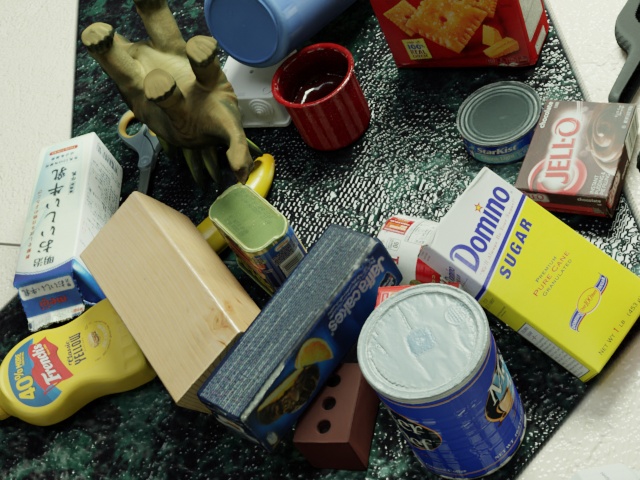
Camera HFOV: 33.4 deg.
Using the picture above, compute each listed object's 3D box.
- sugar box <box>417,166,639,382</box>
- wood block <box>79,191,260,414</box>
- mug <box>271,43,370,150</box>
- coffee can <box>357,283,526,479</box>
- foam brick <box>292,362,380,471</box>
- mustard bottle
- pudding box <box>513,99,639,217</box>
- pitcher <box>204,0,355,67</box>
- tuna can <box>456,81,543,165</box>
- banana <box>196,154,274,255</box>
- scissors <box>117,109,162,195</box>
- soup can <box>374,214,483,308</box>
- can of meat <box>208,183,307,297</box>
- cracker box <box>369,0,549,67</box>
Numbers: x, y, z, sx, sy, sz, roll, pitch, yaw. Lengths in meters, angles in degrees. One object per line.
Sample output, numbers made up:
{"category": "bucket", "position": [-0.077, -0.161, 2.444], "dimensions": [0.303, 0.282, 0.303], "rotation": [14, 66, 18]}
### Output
{"category": "sugar box", "position": [0.179, 0.027, 0.894], "dimensions": [0.176, 0.048, 0.093], "rotation": [37, 73, 7]}
{"category": "wood block", "position": [-0.130, 0.059, 1.010], "dimensions": [0.091, 0.090, 0.206], "rotation": [-48, 55, 9]}
{"category": "mug", "position": [0.001, -0.159, 1.157], "dimensions": [0.093, 0.081, 0.117], "rotation": [-27, 47, 3]}
{"category": "coffee can", "position": [0.099, 0.115, 0.851], "dimensions": [0.103, 0.140, 0.103], "rotation": [-13, 49, 16]}
{"category": "foam brick", "position": [0.015, 0.152, 0.922], "dimensions": [0.053, 0.051, 0.078], "rotation": [-3, 53, 24]}
{"category": "mustard bottle", "position": [-0.261, 0.131, 1.067], "dimensions": [0.191, 0.058, 0.096], "rotation": [-25, 58, 6]}
{"category": "pudding box", "position": [0.243, -0.079, 1.006], "dimensions": [0.090, 0.039, 0.113], "rotation": [8, 58, 31]}
{"category": "pitcher", "position": [-0.029, -0.291, 1.210], "dimensions": [0.145, 0.149, 0.242], "rotation": [16, 44, 26]}
{"category": "tuna can", "position": [0.182, -0.117, 1.070], "dimensions": [0.086, 0.033, 0.086], "rotation": [-13, 49, 16]}
{"category": "banana", "position": [-0.114, -0.018, 1.130], "dimensions": [0.197, 0.037, 0.070], "rotation": [-41, 48, -9]}
{"category": "scissors", "position": [-0.218, -0.095, 1.256], "dimensions": [0.096, 0.016, 0.201], "rotation": [1, 55, 28]}
{"category": "soup can", "position": [0.105, 0.018, 0.975], "dimensions": [0.102, 0.068, 0.068], "rotation": [15, 62, 34]}
{"category": "can of meat", "position": [-0.057, 0.001, 1.055], "dimensions": [0.057, 0.084, 0.102], "rotation": [-41, 48, -10]}
{"category": "cracker box", "position": [0.129, -0.273, 1.097], "dimensions": [0.164, 0.213, 0.072], "rotation": [5, 56, 29]}
